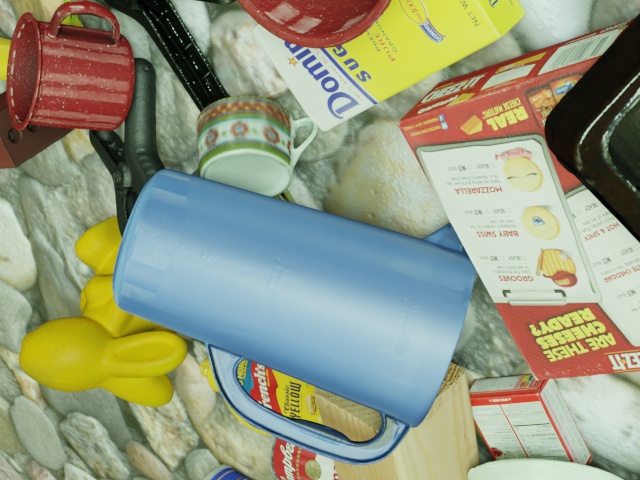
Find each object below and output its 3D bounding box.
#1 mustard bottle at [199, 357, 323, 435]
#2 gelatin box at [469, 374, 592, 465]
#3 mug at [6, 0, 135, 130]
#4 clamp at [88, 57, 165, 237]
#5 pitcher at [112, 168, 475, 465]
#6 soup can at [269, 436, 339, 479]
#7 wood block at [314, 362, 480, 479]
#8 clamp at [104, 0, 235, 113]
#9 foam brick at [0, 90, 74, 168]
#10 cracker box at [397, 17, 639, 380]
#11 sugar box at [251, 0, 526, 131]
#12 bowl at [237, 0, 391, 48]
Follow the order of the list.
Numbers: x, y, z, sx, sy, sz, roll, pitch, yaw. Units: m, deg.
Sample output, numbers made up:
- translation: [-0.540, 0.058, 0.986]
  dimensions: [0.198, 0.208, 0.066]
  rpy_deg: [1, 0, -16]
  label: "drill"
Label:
- translation: [-0.035, 0.134, 0.982]
  dimensions: [0.192, 0.058, 0.096]
  rpy_deg: [8, 104, 36]
  label: "mustard bottle"
- translation: [0.167, 0.151, 0.859]
  dimensions: [0.073, 0.030, 0.089]
  rpy_deg: [-13, 114, 43]
  label: "gelatin box"
- translation: [-0.196, -0.140, 0.853]
  dimensions: [0.117, 0.081, 0.093]
  rpy_deg: [-63, 39, 35]
  label: "mug"
- translation: [-0.159, -0.054, 0.902]
  dimensions: [0.120, 0.039, 0.171]
  rpy_deg: [-37, 59, 59]
  label: "clamp"
- translation: [-0.023, 0.045, 0.765]
  dimensions: [0.243, 0.149, 0.145]
  rpy_deg: [18, 131, 0]
  label: "pitcher"
- translation: [0.013, 0.206, 1.002]
  dimensions: [0.102, 0.068, 0.068]
  rpy_deg: [7, 127, 35]
  label: "soup can"
- translation: [0.072, 0.187, 0.894]
  dimensions: [0.091, 0.090, 0.206]
  rpy_deg: [26, 143, 39]
  label: "wood block"
- translation: [-0.131, -0.186, 0.808]
  dimensions: [0.210, 0.036, 0.165]
  rpy_deg: [40, 152, 20]
  label: "clamp"
- translation: [-0.278, -0.106, 0.975]
  dimensions: [0.051, 0.078, 0.053]
  rpy_deg: [5, 125, 39]
  label: "foam brick"
- translation: [0.172, -0.019, 0.683]
  dimensions: [0.165, 0.072, 0.213]
  rpy_deg: [-14, 114, 45]
  label: "cracker box"
- translation: [0.039, -0.144, 0.707]
  dimensions: [0.177, 0.048, 0.093]
  rpy_deg: [-25, 104, 46]
  label: "sugar box"
- translation: [0.004, -0.198, 0.629]
  dimensions: [0.162, 0.055, 0.162]
  rpy_deg: [22, 124, 37]
  label: "bowl"
